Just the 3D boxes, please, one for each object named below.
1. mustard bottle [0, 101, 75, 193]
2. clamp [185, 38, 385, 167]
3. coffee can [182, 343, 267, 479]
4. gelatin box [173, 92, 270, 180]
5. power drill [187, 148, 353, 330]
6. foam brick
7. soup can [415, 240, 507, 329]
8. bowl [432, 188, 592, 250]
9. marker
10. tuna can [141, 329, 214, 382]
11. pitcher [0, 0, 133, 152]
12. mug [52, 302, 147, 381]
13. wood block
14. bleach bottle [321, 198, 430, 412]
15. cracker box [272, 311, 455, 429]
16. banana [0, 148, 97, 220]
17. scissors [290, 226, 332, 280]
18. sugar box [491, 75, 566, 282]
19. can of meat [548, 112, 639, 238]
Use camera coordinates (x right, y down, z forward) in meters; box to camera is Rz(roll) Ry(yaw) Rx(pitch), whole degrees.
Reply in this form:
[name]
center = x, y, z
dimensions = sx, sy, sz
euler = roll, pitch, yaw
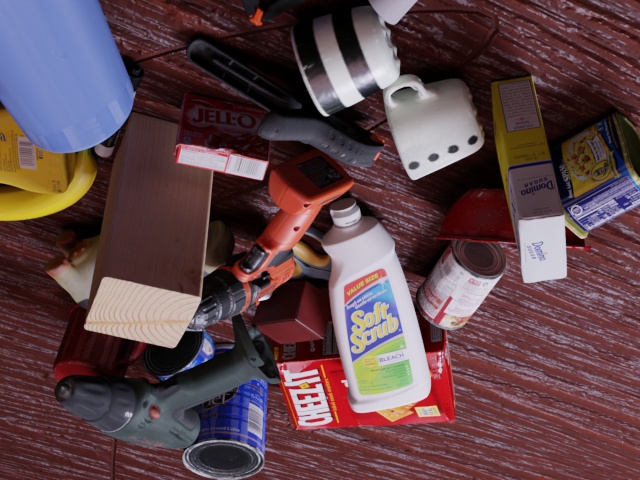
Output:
[mustard bottle]
center = -0.338, -0.099, 1.038
dimensions = 0.191, 0.058, 0.096
euler = 4, 119, 0
[clamp]
center = -0.022, -0.118, 0.990
dimensions = 0.209, 0.165, 0.036
euler = 16, 114, -48
[coffee can]
center = -0.118, 0.217, 1.356
dimensions = 0.103, 0.140, 0.103
euler = 1, 141, 0
[gelatin box]
center = -0.093, -0.101, 1.025
dimensions = 0.089, 0.073, 0.030
euler = 11, 138, -11
[power drill]
center = -0.057, 0.001, 1.078
dimensions = 0.057, 0.184, 0.188
euler = 43, 124, 9
[foam brick]
center = -0.032, 0.084, 1.248
dimensions = 0.078, 0.053, 0.051
euler = -12, 142, 45
[soup can]
center = 0.157, 0.044, 1.198
dimensions = 0.068, 0.068, 0.102
euler = 13, 138, -14
[bowl]
center = 0.197, -0.023, 1.091
dimensions = 0.162, 0.055, 0.162
euler = 4, -179, 0
[marker]
center = -0.196, -0.127, 1.039
dimensions = 0.020, 0.020, 0.121
euler = 16, 138, -17
[tuna can]
center = -0.173, 0.135, 1.302
dimensions = 0.086, 0.086, 0.033
euler = -16, 139, 19
[pitcher]
center = -0.254, -0.182, 0.887
dimensions = 0.149, 0.145, 0.243
euler = 4, 145, 17
[mug]
center = -0.251, 0.128, 1.241
dimensions = 0.117, 0.081, 0.093
euler = -8, 139, 25
[wood block]
center = -0.161, -0.013, 1.029
dimensions = 0.090, 0.206, 0.090
euler = 14, 139, -16
[bleach bottle]
center = 0.050, 0.070, 1.191
dimensions = 0.102, 0.068, 0.251
euler = -13, 117, 10
[cracker box]
center = 0.058, 0.168, 1.347
dimensions = 0.214, 0.072, 0.164
euler = -5, 139, 8
[banana]
center = -0.307, -0.055, 1.118
dimensions = 0.198, 0.037, 0.069
euler = -18, 107, 17
[scissors]
center = 0.004, 0.046, 1.245
dimensions = 0.096, 0.016, 0.201
euler = -18, 136, 24
[sugar box]
center = 0.191, -0.058, 0.989
dimensions = 0.048, 0.176, 0.093
euler = -7, 140, 9
[can of meat]
center = 0.271, -0.066, 1.038
dimensions = 0.084, 0.102, 0.057
euler = -32, 130, 30
